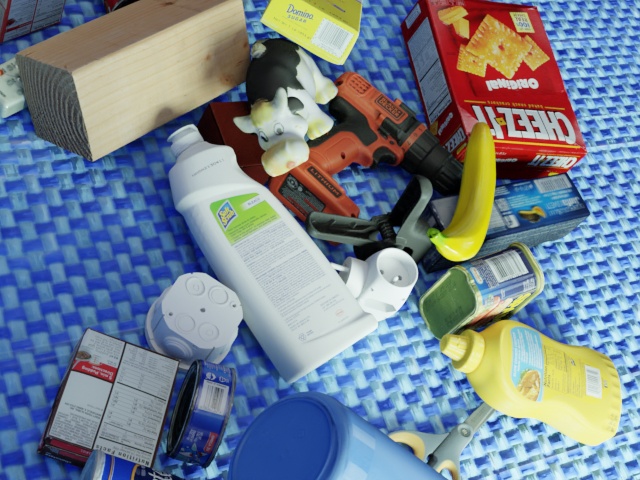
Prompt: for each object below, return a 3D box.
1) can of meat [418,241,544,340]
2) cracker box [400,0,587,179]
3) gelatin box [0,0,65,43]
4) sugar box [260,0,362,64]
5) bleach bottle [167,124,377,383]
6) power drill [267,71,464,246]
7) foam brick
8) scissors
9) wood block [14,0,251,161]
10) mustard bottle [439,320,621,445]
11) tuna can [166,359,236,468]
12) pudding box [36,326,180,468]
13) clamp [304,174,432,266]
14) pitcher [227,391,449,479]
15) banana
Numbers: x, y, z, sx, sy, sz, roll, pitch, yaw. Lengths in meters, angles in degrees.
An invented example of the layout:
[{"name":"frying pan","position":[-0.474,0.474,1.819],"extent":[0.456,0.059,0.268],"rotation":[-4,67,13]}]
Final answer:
[{"name":"can of meat","position":[0.157,0.052,1.054],"extent":[0.083,0.102,0.057],"rotation":[-16,69,-30]},{"name":"cracker box","position":[0.199,-0.179,1.237],"extent":[0.164,0.072,0.214],"rotation":[1,61,-25]},{"name":"gelatin box","position":[-0.282,-0.238,1.033],"extent":[0.073,0.089,0.030],"rotation":[-32,76,-37]},{"name":"sugar box","position":[-0.005,-0.243,1.110],"extent":[0.093,0.048,0.176],"rotation":[28,26,-10]},{"name":"bleach bottle","position":[-0.056,0.001,0.984],"extent":[0.102,0.068,0.251],"rotation":[-30,84,-31]},{"name":"power drill","position":[0.048,-0.076,1.112],"extent":[0.184,0.057,0.187],"rotation":[40,49,6]},{"name":"foam brick","position":[-0.084,-0.093,1.061],"extent":[0.052,0.051,0.078],"rotation":[-7,64,-30]},{"name":"scissors","position":[0.115,0.178,1.010],"extent":[0.096,0.016,0.201],"rotation":[32,46,2]},{"name":"wood block","position":[-0.172,-0.167,1.019],"extent":[0.091,0.090,0.205],"rotation":[23,43,37]},{"name":"mustard bottle","position":[0.202,0.130,1.045],"extent":[0.191,0.058,0.096],"rotation":[21,53,-18]},{"name":"tuna can","position":[-0.099,0.143,0.885],"extent":[0.033,0.086,0.086],"rotation":[18,54,-13]},{"name":"pudding box","position":[-0.172,0.136,0.879],"extent":[0.090,0.039,0.113],"rotation":[22,49,-13]},{"name":"clamp","position":[0.071,-0.012,1.021],"extent":[0.171,0.120,0.039],"rotation":[30,47,-60]},{"name":"pitcher","position":[0.036,0.212,0.821],"extent":[0.242,0.149,0.145],"rotation":[45,43,-37]},{"name":"banana","position":[0.148,-0.039,1.053],"extent":[0.037,0.069,0.197],"rotation":[2,39,21]}]
